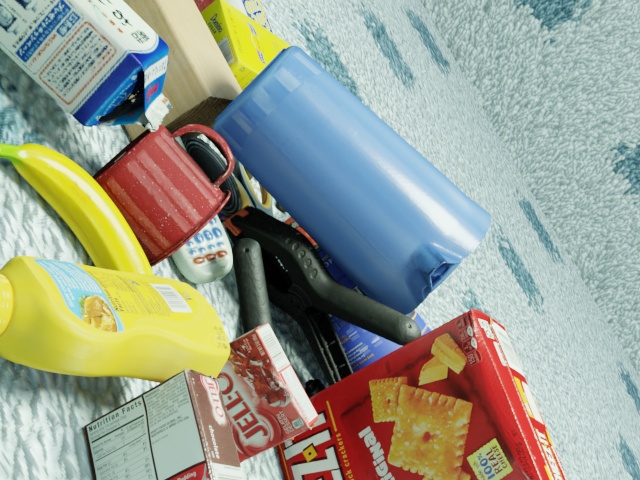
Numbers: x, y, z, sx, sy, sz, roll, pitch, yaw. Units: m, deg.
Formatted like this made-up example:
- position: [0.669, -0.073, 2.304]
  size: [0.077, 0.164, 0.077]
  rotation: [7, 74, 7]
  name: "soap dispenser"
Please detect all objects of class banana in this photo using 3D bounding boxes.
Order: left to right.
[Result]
- position: [-0.169, 0.000, 0.793]
  size: [0.197, 0.037, 0.069]
  rotation: [54, 39, -13]
  name: "banana"

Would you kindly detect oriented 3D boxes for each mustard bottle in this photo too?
- position: [-0.153, 0.050, 0.683]
  size: [0.191, 0.058, 0.096]
  rotation: [14, 24, -47]
  name: "mustard bottle"

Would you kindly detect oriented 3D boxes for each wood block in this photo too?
- position: [-0.166, -0.196, 0.995]
  size: [0.206, 0.090, 0.090]
  rotation: [61, 19, 6]
  name: "wood block"

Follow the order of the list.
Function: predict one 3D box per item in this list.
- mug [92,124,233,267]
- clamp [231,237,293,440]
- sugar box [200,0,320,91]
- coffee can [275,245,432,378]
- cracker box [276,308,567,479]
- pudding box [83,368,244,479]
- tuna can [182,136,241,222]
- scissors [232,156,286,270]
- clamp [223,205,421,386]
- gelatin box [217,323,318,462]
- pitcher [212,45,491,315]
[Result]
- position: [-0.124, -0.045, 0.851]
  size: [0.081, 0.117, 0.093]
  rotation: [50, 11, -14]
  name: "mug"
- position: [-0.050, 0.095, 0.919]
  size: [0.120, 0.039, 0.171]
  rotation: [74, 8, -68]
  name: "clamp"
- position: [-0.050, -0.172, 1.108]
  size: [0.176, 0.048, 0.093]
  rotation: [22, 42, -46]
  name: "sugar box"
- position: [0.031, 0.068, 1.052]
  size: [0.140, 0.103, 0.102]
  rotation: [53, 20, -1]
  name: "coffee can"
- position: [0.075, 0.177, 0.867]
  size: [0.072, 0.214, 0.164]
  rotation: [32, 34, -50]
  name: "cracker box"
- position: [-0.096, 0.150, 0.670]
  size: [0.039, 0.090, 0.113]
  rotation: [30, 36, -52]
  name: "pudding box"
- position: [-0.113, -0.053, 1.003]
  size: [0.086, 0.034, 0.086]
  rotation: [49, 22, -28]
  name: "tuna can"
- position: [-0.057, 0.001, 1.089]
  size: [0.096, 0.016, 0.202]
  rotation: [-20, 90, -58]
  name: "scissors"
- position: [-0.011, 0.057, 0.974]
  size: [0.210, 0.165, 0.036]
  rotation: [43, 54, 15]
  name: "clamp"
- position: [-0.054, 0.121, 0.840]
  size: [0.089, 0.073, 0.030]
  rotation: [62, 21, 2]
  name: "gelatin box"
- position: [0.023, -0.056, 0.962]
  size: [0.243, 0.149, 0.144]
  rotation: [44, 52, -8]
  name: "pitcher"
